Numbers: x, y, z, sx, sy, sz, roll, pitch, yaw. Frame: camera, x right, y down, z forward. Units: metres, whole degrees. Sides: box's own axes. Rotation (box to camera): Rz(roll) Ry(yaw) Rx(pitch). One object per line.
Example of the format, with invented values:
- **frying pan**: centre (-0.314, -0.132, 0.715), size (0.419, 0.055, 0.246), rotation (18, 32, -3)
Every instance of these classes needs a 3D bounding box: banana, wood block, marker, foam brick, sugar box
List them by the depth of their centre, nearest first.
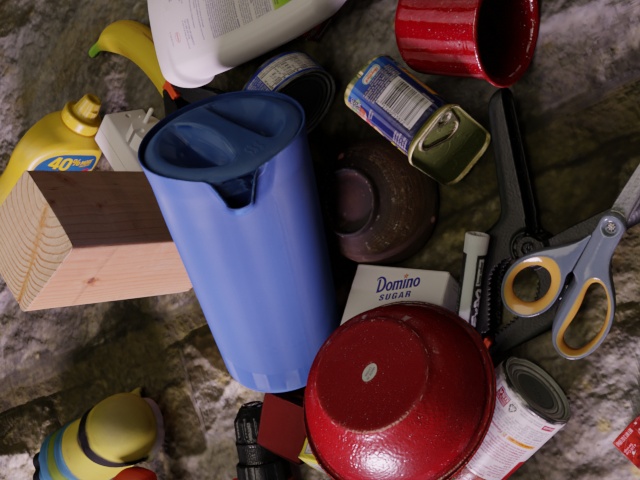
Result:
- **marker**: centre (0.116, 0.053, 0.845), size (0.020, 0.020, 0.121), rotation (16, 106, 35)
- **sugar box**: centre (0.053, 0.109, 0.875), size (0.093, 0.048, 0.176), rotation (5, 65, 36)
- **foam brick**: centre (-0.011, 0.159, 0.948), size (0.053, 0.078, 0.051), rotation (19, 105, 34)
- **wood block**: centre (-0.192, -0.004, 0.992), size (0.091, 0.205, 0.090), rotation (-47, 67, 28)
- **banana**: centre (-0.164, -0.168, 1.070), size (0.198, 0.037, 0.070), rotation (43, 138, 29)

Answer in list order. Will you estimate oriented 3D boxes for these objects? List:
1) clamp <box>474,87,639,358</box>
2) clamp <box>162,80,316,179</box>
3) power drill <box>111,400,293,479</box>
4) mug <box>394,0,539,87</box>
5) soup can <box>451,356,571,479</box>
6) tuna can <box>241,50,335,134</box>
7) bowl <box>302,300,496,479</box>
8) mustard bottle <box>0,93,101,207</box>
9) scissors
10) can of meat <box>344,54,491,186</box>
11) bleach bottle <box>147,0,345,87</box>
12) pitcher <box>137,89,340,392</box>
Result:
- **clamp**: centre (0.178, 0.004, 0.826), size (0.165, 0.036, 0.210), rotation (25, 110, 30)
- **clamp**: centre (-0.096, -0.075, 1.003), size (0.171, 0.039, 0.120), rotation (46, 105, 14)
- **power drill**: centre (-0.109, 0.250, 1.021), size (0.188, 0.057, 0.184), rotation (-9, 90, 27)
- **mug**: centre (0.117, -0.179, 0.836), size (0.082, 0.093, 0.117), rotation (12, 69, 40)
- **soup can**: centre (0.139, 0.149, 0.844), size (0.068, 0.068, 0.102), rotation (51, 119, 23)
- **tuna can**: centre (-0.030, -0.124, 0.941), size (0.034, 0.085, 0.086), rotation (48, 118, 26)
- **bowl**: centre (0.048, 0.111, 0.810), size (0.162, 0.055, 0.162), rotation (-13, 59, 22)
- **mustard bottle**: centre (-0.284, -0.078, 1.123), size (0.058, 0.096, 0.192), rotation (52, 119, 22)
- **scissors**: centre (0.193, -0.010, 0.782), size (0.096, 0.016, 0.202), rotation (18, 110, 22)
- **can of meat**: centre (0.077, -0.097, 0.853), size (0.084, 0.102, 0.057), rotation (44, 101, 29)
- **bleach bottle**: centre (-0.033, -0.210, 0.905), size (0.251, 0.067, 0.102), rotation (-12, 89, 34)
- **pitcher**: centre (-0.056, 0.001, 0.897), size (0.145, 0.149, 0.243), rotation (12, 132, 32)
